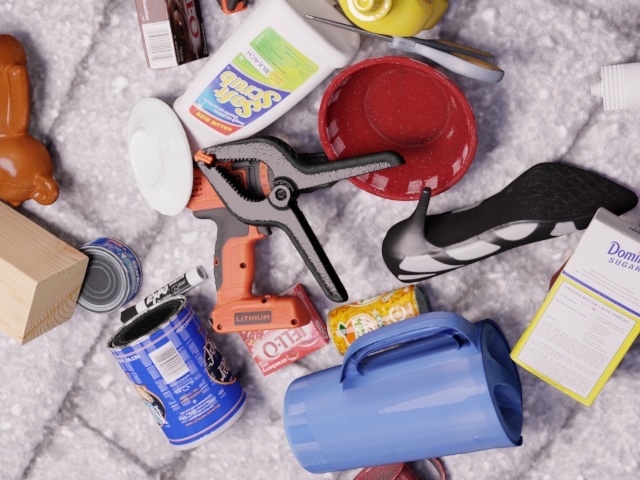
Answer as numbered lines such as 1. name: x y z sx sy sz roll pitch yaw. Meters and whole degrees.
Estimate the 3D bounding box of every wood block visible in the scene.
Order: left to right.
1. wood block: -0.378 0.018 1.209 0.206 0.090 0.090 30 119 16

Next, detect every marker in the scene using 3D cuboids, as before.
1. marker: -0.184 0.065 1.229 0.121 0.020 0.020 -30 96 21

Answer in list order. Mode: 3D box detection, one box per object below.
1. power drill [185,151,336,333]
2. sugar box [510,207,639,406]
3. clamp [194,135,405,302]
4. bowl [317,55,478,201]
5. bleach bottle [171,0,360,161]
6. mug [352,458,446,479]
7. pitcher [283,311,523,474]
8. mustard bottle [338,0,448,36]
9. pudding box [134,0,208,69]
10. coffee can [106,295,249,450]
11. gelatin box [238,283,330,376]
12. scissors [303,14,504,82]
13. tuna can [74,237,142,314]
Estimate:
1. power drill: -0.057 0.001 1.142 0.185 0.057 0.187 -6 89 18
2. sugar box: 0.266 0.065 1.031 0.093 0.048 0.176 31 117 10
3. clamp: -0.033 -0.038 1.087 0.210 0.036 0.164 18 101 12
4. bowl: 0.081 -0.121 1.071 0.162 0.055 0.162 9 126 13
5. bleach bottle: -0.075 -0.151 1.095 0.102 0.068 0.251 40 130 -12
6. mug: 0.091 0.286 1.188 0.117 0.093 0.081 -42 98 -15
7. pitcher: 0.082 0.166 1.127 0.243 0.144 0.149 -16 80 22
8. mustard bottle: 0.060 -0.228 0.987 0.096 0.191 0.058 37 111 3
9. pudding box: -0.155 -0.237 1.098 0.039 0.090 0.113 -2 105 17
10. coffee can: -0.158 0.147 1.190 0.103 0.102 0.140 -24 106 20
11. gelatin box: -0.043 0.100 1.194 0.089 0.030 0.073 -28 97 21
12. scissors: 0.090 -0.180 1.006 0.201 0.096 0.016 5 115 -30
13. tuna can: -0.252 0.041 1.233 0.086 0.033 0.086 4 106 14
